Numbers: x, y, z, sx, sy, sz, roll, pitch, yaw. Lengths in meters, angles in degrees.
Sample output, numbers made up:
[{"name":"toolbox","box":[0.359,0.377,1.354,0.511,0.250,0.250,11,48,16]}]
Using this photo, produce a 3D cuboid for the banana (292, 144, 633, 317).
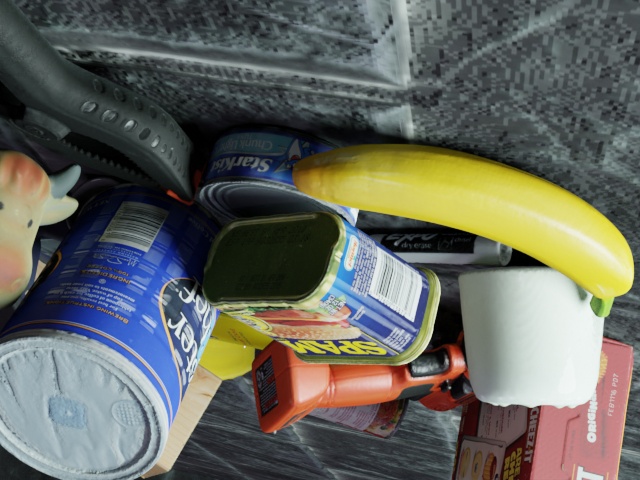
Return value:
[{"name":"banana","box":[0.085,-0.009,0.528,0.197,0.037,0.070,24,133,-17]}]

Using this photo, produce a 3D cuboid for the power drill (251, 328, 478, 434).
[{"name":"power drill","box":[0.056,0.090,0.754,0.187,0.057,0.185,-2,159,-19]}]

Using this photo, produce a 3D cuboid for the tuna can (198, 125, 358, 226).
[{"name":"tuna can","box":[-0.020,-0.028,0.574,0.086,0.033,0.086,13,162,4]}]

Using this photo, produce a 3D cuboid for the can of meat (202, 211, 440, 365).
[{"name":"can of meat","box":[-0.002,0.026,0.575,0.102,0.057,0.083,-5,152,43]}]

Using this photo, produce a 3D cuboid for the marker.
[{"name":"marker","box":[0.056,0.005,0.642,0.121,0.020,0.020,1,158,36]}]

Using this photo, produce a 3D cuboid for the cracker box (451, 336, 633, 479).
[{"name":"cracker box","box":[0.161,0.170,0.825,0.072,0.164,0.214,14,162,-5]}]

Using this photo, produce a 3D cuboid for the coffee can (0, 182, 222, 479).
[{"name":"coffee can","box":[-0.113,0.048,0.587,0.103,0.140,0.103,7,126,9]}]

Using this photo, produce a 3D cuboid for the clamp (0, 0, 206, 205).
[{"name":"clamp","box":[-0.145,-0.073,0.529,0.165,0.036,0.209,7,163,40]}]

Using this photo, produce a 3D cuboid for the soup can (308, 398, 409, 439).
[{"name":"soup can","box":[0.023,0.137,0.982,0.102,0.068,0.069,19,161,-14]}]
